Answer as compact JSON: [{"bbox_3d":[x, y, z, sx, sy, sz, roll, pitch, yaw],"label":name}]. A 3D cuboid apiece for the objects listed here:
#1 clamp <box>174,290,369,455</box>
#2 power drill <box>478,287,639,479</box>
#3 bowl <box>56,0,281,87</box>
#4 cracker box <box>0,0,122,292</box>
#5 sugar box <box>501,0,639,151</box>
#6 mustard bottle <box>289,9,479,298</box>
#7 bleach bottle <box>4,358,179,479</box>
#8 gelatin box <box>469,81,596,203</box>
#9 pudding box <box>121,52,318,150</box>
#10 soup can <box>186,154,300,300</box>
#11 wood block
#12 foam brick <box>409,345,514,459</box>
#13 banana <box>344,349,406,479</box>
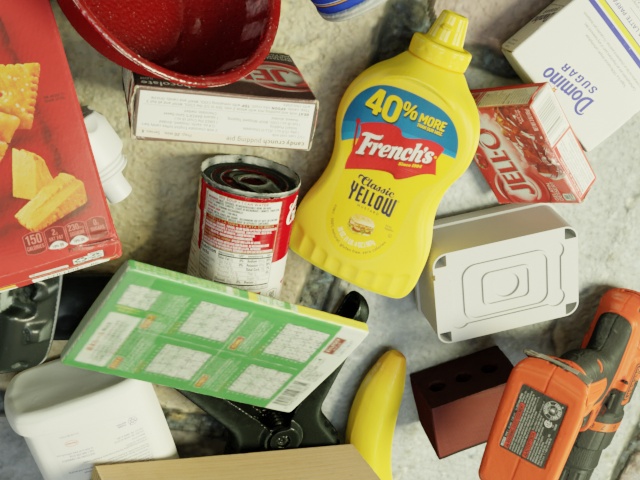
[{"bbox_3d":[-0.025,0.137,0.819,0.164,0.036,0.210,-19,121,-7],"label":"clamp"},{"bbox_3d":[0.185,0.134,0.807,0.187,0.057,0.184,-16,124,-58],"label":"power drill"},{"bbox_3d":[-0.101,-0.155,0.617,0.162,0.162,0.055,39,141,-27],"label":"bowl"},{"bbox_3d":[-0.217,-0.072,0.586,0.164,0.072,0.214,-16,87,-13],"label":"cracker box"},{"bbox_3d":[0.220,-0.153,0.730,0.176,0.048,0.093,-39,104,9],"label":"sugar box"},{"bbox_3d":[0.053,-0.063,0.722,0.096,0.058,0.192,26,108,10],"label":"mustard bottle"},{"bbox_3d":[-0.149,0.201,0.804,0.102,0.068,0.251,-16,120,-8],"label":"bleach bottle"},{"bbox_3d":[0.140,-0.065,0.741,0.030,0.073,0.089,-51,122,-28],"label":"gelatin box"},{"bbox_3d":[-0.065,-0.091,0.667,0.113,0.090,0.039,1,116,-14],"label":"pudding box"},{"bbox_3d":[-0.055,0.001,0.727,0.068,0.068,0.102,3,115,-16],"label":"soup can"},{"bbox_3d":[-0.056,0.213,0.762,0.205,0.091,0.090,1,115,-29],"label":"wood block"},{"bbox_3d":[0.117,0.127,0.842,0.078,0.053,0.051,-19,119,-7],"label":"foam brick"},{"bbox_3d":[0.051,0.178,0.862,0.069,0.037,0.198,-27,122,-23],"label":"banana"}]
